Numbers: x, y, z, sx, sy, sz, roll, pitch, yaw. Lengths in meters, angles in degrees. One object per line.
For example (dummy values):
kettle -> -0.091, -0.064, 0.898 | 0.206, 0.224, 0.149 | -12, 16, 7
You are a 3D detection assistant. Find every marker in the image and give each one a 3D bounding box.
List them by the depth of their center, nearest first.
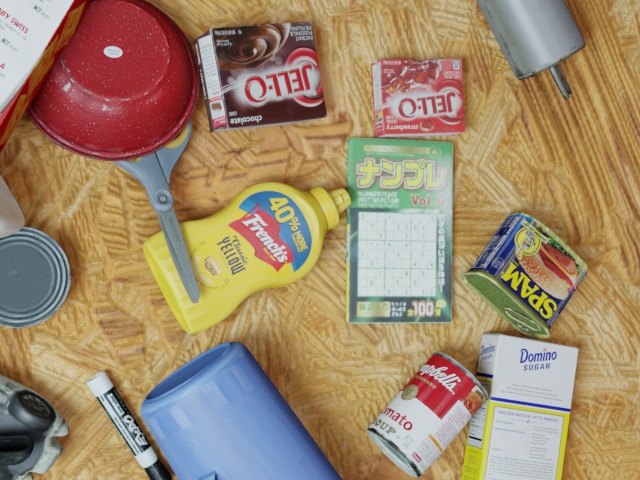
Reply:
marker -> -0.167, 0.171, 0.946 | 0.020, 0.020, 0.121 | -33, 99, -17

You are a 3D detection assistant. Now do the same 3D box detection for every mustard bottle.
mustard bottle -> -0.056, 0.001, 0.967 | 0.191, 0.058, 0.096 | -28, 91, -18

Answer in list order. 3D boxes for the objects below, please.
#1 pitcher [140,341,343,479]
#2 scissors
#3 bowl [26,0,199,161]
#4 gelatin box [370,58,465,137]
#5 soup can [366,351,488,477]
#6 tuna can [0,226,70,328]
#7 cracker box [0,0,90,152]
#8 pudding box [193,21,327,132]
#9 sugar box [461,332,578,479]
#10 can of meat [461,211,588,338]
pitcher -> -0.053, 0.217, 0.922 | 0.145, 0.149, 0.243 | -34, 96, -17
scissors -> -0.126, -0.049, 0.935 | 0.096, 0.016, 0.202 | -30, 80, -26
bowl -> -0.178, -0.152, 0.912 | 0.162, 0.055, 0.162 | 4, 74, -15
gelatin box -> 0.096, -0.138, 1.036 | 0.089, 0.030, 0.073 | -3, 90, -19
soup can -> 0.101, 0.165, 1.012 | 0.102, 0.069, 0.068 | -46, 103, -14
tuna can -> -0.258, 0.031, 0.911 | 0.086, 0.034, 0.086 | 0, 89, -19
cracker box -> -0.276, -0.193, 0.831 | 0.164, 0.072, 0.213 | 28, 73, -8
pudding box -> -0.053, -0.148, 0.969 | 0.113, 0.039, 0.090 | -12, 92, -32
sugar box -> 0.195, 0.185, 1.057 | 0.093, 0.048, 0.176 | 12, 82, -18
can of meat -> 0.204, 0.033, 1.057 | 0.102, 0.058, 0.084 | 41, 74, -14
